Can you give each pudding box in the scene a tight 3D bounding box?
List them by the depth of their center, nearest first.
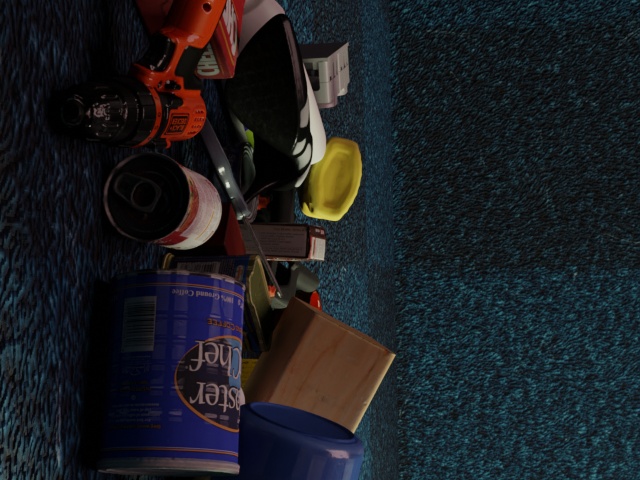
[{"bbox_3d":[-0.057,0.001,1.083,0.090,0.113,0.039,6,84,-79],"label":"pudding box"}]

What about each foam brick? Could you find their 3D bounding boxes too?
[{"bbox_3d":[-0.103,0.008,0.988,0.078,0.053,0.051,76,16,-51],"label":"foam brick"}]

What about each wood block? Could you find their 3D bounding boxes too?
[{"bbox_3d":[-0.028,0.167,0.969,0.206,0.090,0.091,-62,-166,-1],"label":"wood block"}]

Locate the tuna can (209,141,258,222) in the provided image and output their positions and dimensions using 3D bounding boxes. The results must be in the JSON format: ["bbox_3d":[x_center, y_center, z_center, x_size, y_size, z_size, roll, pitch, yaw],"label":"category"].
[{"bbox_3d":[-0.091,-0.061,1.129,0.086,0.034,0.086,-1,90,-81],"label":"tuna can"}]

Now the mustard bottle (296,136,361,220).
[{"bbox_3d":[0.005,-0.075,1.320,0.192,0.058,0.096,-165,-94,-81],"label":"mustard bottle"}]

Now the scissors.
[{"bbox_3d":[-0.078,-0.039,0.991,0.202,0.016,0.096,64,-5,2],"label":"scissors"}]

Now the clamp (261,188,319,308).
[{"bbox_3d":[-0.045,0.007,1.207,0.209,0.036,0.164,-50,131,-70],"label":"clamp"}]

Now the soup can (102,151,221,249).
[{"bbox_3d":[-0.121,-0.029,0.838,0.102,0.068,0.068,25,64,-80],"label":"soup can"}]

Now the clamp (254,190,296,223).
[{"bbox_3d":[-0.058,-0.073,1.315,0.171,0.039,0.120,-24,110,-80],"label":"clamp"}]

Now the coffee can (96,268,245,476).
[{"bbox_3d":[-0.109,0.100,0.788,0.102,0.103,0.140,58,32,-72],"label":"coffee can"}]

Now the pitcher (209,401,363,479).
[{"bbox_3d":[-0.041,0.259,0.832,0.145,0.149,0.243,-25,132,-88],"label":"pitcher"}]

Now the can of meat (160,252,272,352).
[{"bbox_3d":[-0.091,0.058,0.955,0.102,0.084,0.057,78,14,-46],"label":"can of meat"}]

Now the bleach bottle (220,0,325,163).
[{"bbox_3d":[-0.069,-0.179,1.140,0.250,0.103,0.068,68,16,-49],"label":"bleach bottle"}]

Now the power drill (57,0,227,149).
[{"bbox_3d":[-0.111,-0.155,0.769,0.188,0.057,0.184,-65,169,13],"label":"power drill"}]
